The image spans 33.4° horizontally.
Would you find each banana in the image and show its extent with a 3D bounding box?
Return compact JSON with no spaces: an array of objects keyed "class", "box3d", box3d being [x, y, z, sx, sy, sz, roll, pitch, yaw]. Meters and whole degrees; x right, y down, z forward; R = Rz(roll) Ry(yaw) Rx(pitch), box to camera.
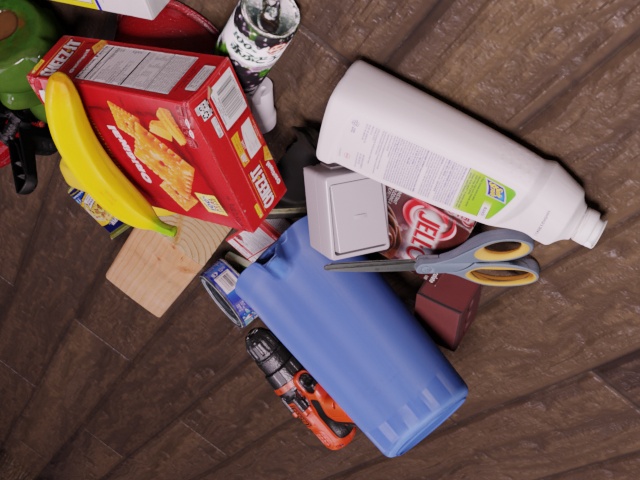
[{"class":"banana","box3d":[-0.207,-0.077,0.999,0.070,0.037,0.197,-10,131,31]}]

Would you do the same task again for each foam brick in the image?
[{"class":"foam brick","box3d":[0.130,0.067,1.098,0.051,0.053,0.078,25,149,17]}]

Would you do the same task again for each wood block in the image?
[{"class":"wood block","box3d":[-0.180,0.006,1.288,0.090,0.090,0.206,38,150,-5]}]

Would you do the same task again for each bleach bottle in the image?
[{"class":"bleach bottle","box3d":[0.123,-0.059,0.917,0.251,0.068,0.103,28,150,8]}]

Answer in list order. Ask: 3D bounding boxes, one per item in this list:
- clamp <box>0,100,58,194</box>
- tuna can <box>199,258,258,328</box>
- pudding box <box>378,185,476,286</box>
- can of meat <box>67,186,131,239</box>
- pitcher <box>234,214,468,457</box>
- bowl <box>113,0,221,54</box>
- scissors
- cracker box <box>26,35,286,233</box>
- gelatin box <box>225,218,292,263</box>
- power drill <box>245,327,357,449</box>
[{"class":"clamp","box3d":[-0.336,-0.118,1.180,0.164,0.209,0.036,43,108,6]},{"class":"tuna can","box3d":[-0.109,0.065,1.301,0.086,0.033,0.086,47,165,16]},{"class":"pudding box","box3d":[0.096,-0.015,1.028,0.090,0.039,0.114,32,150,6]},{"class":"can of meat","box3d":[-0.255,-0.058,1.307,0.084,0.057,0.102,45,148,-12]},{"class":"pitcher","box3d":[0.038,0.096,1.095,0.243,0.149,0.145,50,143,15]},{"class":"bowl","box3d":[-0.149,-0.161,1.053,0.162,0.055,0.162,25,149,16]},{"class":"scissors","box3d":[0.109,0.013,0.988,0.201,0.016,0.096,6,147,-6]},{"class":"cracker box","box3d":[-0.155,-0.101,1.014,0.214,0.072,0.164,14,144,34]},{"class":"gelatin box","box3d":[-0.058,0.002,1.218,0.073,0.030,0.089,41,150,-12]},{"class":"power drill","box3d":[0.000,0.167,1.250,0.184,0.057,0.188,48,157,-8]}]
